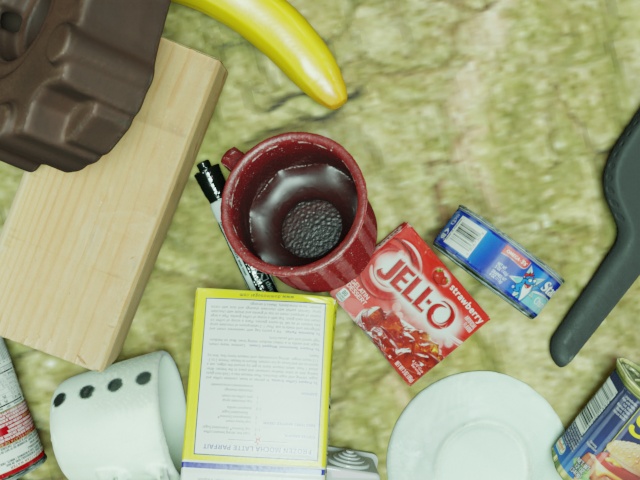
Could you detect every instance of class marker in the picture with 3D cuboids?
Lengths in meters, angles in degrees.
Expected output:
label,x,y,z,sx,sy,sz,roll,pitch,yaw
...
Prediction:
label,x,y,z,sx,sy,sz,roll,pitch,yaw
marker,-0.055,0.001,0.731,0.020,0.020,0.121,-25,94,-1

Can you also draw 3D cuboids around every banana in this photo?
label,x,y,z,sx,sy,sz,roll,pitch,yaw
banana,-0.067,-0.151,0.708,0.197,0.037,0.069,21,81,-8

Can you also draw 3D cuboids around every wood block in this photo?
label,x,y,z,sx,sy,sz,roll,pitch,yaw
wood block,-0.139,-0.032,0.689,0.091,0.090,0.206,22,93,-3

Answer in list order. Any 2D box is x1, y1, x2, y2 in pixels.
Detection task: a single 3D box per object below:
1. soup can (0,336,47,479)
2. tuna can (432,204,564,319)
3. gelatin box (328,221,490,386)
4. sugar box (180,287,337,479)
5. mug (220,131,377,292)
label,x,y,z,sx,sy,sz,roll,pitch,yaw
soup can,-0.229,0.109,0.703,0.068,0.068,0.102,-18,95,-2
tuna can,0.117,0.015,0.707,0.086,0.086,0.034,37,93,-5
gelatin box,0.060,0.043,0.734,0.073,0.030,0.089,-40,95,0
sugar box,-0.040,0.122,0.685,0.093,0.048,0.176,3,79,3
mug,-0.018,-0.020,0.694,0.117,0.081,0.093,36,85,19
